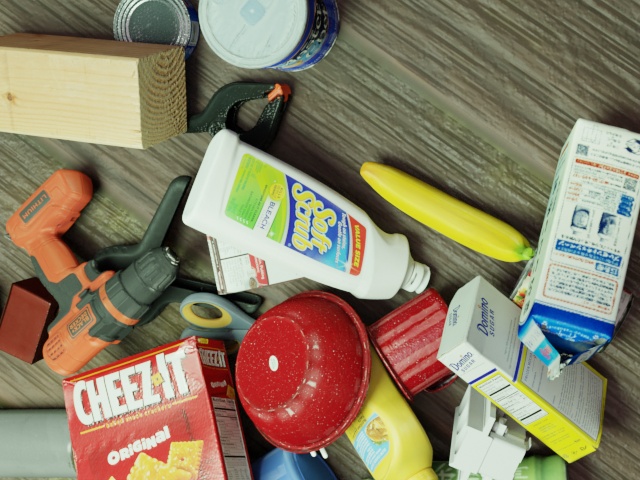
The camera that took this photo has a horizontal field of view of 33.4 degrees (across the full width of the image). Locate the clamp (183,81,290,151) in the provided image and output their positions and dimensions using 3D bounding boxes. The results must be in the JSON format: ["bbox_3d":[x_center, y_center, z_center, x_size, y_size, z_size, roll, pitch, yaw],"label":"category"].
[{"bbox_3d":[-0.099,-0.101,1.112,0.172,0.039,0.120,-24,98,22],"label":"clamp"}]

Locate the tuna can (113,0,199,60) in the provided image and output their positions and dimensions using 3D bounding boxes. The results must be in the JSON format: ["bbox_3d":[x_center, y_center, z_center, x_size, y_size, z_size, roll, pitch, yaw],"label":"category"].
[{"bbox_3d":[-0.170,-0.222,1.115,0.086,0.033,0.086,2,98,14],"label":"tuna can"}]

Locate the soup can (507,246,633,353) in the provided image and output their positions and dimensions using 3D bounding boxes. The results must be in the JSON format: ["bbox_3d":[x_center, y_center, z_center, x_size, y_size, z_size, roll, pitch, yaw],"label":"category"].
[{"bbox_3d":[0.241,0.056,1.032,0.102,0.068,0.068,29,103,8],"label":"soup can"}]

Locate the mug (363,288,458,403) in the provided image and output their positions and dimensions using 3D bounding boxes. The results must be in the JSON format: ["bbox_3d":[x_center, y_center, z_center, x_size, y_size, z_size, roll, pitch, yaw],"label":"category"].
[{"bbox_3d":[0.106,0.109,1.066,0.081,0.093,0.117,-33,125,2],"label":"mug"}]

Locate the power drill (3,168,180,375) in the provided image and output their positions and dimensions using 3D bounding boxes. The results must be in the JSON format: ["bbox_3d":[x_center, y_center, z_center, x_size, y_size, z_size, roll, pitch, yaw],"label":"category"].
[{"bbox_3d":[-0.241,0.018,1.102,0.185,0.057,0.188,-40,61,17],"label":"power drill"}]

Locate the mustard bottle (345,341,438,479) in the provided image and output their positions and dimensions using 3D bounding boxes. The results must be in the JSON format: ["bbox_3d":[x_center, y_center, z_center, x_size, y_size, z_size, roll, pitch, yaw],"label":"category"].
[{"bbox_3d":[0.059,0.182,1.055,0.192,0.058,0.096,57,148,24],"label":"mustard bottle"}]

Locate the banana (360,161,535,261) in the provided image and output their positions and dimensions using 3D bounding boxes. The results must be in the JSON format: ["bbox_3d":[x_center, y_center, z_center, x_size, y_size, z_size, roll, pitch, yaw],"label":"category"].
[{"bbox_3d":[0.130,-0.026,1.049,0.198,0.069,0.037,28,78,25],"label":"banana"}]

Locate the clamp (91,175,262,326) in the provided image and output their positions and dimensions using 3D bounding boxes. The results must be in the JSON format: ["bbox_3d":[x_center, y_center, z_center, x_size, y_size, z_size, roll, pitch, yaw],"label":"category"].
[{"bbox_3d":[-0.176,0.045,1.146,0.210,0.036,0.164,-31,102,21],"label":"clamp"}]

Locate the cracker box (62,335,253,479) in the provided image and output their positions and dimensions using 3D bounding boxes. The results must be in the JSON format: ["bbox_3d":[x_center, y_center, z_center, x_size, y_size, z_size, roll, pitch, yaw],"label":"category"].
[{"bbox_3d":[-0.159,0.220,1.063,0.164,0.072,0.214,-20,72,17],"label":"cracker box"}]

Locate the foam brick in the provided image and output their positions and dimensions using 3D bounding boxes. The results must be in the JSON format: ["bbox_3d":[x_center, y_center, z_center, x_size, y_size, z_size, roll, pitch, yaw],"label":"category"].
[{"bbox_3d":[-0.319,0.088,1.184,0.051,0.053,0.078,23,103,10],"label":"foam brick"}]

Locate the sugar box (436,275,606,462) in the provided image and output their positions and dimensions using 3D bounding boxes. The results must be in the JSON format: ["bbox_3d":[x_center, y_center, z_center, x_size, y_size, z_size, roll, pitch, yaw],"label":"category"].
[{"bbox_3d":[0.193,0.122,1.011,0.176,0.093,0.048,37,132,-12],"label":"sugar box"}]

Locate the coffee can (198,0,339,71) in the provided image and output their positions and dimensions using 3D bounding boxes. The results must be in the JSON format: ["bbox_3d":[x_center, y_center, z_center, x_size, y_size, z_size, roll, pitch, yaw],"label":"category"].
[{"bbox_3d":[-0.046,-0.216,1.029,0.103,0.140,0.103,2,98,14],"label":"coffee can"}]

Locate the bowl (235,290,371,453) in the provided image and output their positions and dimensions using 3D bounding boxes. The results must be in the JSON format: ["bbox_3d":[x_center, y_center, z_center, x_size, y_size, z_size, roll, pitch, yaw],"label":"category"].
[{"bbox_3d":[-0.031,0.123,1.036,0.162,0.055,0.162,-13,69,36],"label":"bowl"}]

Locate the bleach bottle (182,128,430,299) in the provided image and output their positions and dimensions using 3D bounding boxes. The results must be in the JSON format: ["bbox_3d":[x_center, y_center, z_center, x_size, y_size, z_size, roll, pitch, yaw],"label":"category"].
[{"bbox_3d":[-0.003,-0.014,1.054,0.250,0.068,0.102,23,78,-16],"label":"bleach bottle"}]

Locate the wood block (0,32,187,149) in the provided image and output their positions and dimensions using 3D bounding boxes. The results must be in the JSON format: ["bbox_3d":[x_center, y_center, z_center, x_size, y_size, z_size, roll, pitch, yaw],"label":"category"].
[{"bbox_3d":[-0.248,-0.156,1.090,0.206,0.090,0.091,9,111,22],"label":"wood block"}]

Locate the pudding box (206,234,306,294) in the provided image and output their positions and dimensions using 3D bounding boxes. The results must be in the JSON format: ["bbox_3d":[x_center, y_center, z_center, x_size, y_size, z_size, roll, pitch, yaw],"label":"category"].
[{"bbox_3d":[-0.057,0.001,1.092,0.113,0.039,0.090,-12,94,-16],"label":"pudding box"}]

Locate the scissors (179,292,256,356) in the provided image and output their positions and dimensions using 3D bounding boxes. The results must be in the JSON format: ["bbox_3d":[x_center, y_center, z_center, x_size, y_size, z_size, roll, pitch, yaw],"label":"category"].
[{"bbox_3d":[-0.060,0.084,1.119,0.202,0.016,0.096,-10,128,16],"label":"scissors"}]
